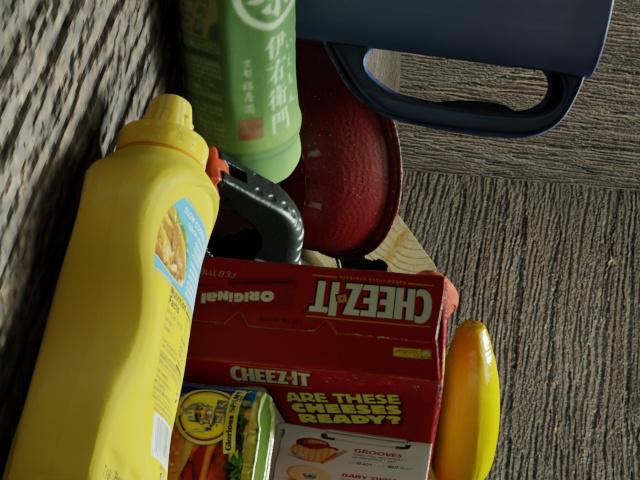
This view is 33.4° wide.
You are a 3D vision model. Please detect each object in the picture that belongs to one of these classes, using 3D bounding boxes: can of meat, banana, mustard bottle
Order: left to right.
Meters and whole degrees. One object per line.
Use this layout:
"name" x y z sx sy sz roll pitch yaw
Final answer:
"mustard bottle" -0.079 0.023 0.446 0.096 0.058 0.191 79 17 -64
"can of meat" -0.070 0.115 0.496 0.057 0.084 0.102 82 15 -64
"banana" 0.087 0.120 0.677 0.198 0.037 0.069 89 -10 -62

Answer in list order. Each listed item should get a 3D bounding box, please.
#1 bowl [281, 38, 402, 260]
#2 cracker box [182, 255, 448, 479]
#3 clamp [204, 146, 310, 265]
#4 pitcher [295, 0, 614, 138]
"bowl" -0.018 -0.057 0.726 0.055 0.162 0.162 -19 124 -36
"cracker box" -0.015 0.093 0.611 0.214 0.164 0.072 86 9 -55
"clamp" -0.052 0.020 0.633 0.171 0.120 0.039 60 5 -41
"pitcher" 0.052 -0.162 0.637 0.145 0.243 0.149 84 13 -59
